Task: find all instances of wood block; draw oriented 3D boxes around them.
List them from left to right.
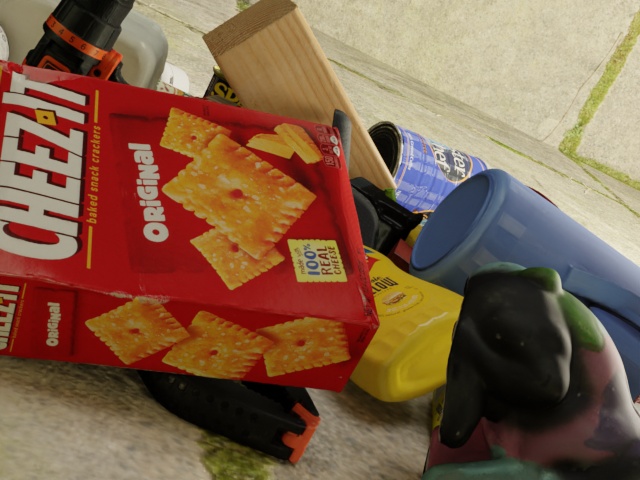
[{"bbox_3d":[-0.019,-0.123,1.026,0.206,0.090,0.091,58,0,-26],"label":"wood block"}]

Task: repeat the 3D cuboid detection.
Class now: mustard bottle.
[{"bbox_3d":[0.018,0.042,0.760,0.096,0.058,0.192,-26,35,-29],"label":"mustard bottle"}]

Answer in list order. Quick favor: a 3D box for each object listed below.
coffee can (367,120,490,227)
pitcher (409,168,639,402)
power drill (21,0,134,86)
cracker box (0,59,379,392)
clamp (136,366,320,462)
[{"bbox_3d":[0.116,-0.069,1.247,0.140,0.103,0.103,18,18,-30],"label":"coffee can"},{"bbox_3d":[0.193,0.054,0.808,0.242,0.149,0.145,37,34,-14],"label":"pitcher"},{"bbox_3d":[-0.137,-0.107,0.824,0.187,0.184,0.057,35,14,-10],"label":"power drill"},{"bbox_3d":[-0.085,-0.010,0.591,0.213,0.072,0.164,10,44,-19],"label":"cracker box"},{"bbox_3d":[-0.092,0.054,0.613,0.210,0.036,0.164,40,29,27],"label":"clamp"}]
